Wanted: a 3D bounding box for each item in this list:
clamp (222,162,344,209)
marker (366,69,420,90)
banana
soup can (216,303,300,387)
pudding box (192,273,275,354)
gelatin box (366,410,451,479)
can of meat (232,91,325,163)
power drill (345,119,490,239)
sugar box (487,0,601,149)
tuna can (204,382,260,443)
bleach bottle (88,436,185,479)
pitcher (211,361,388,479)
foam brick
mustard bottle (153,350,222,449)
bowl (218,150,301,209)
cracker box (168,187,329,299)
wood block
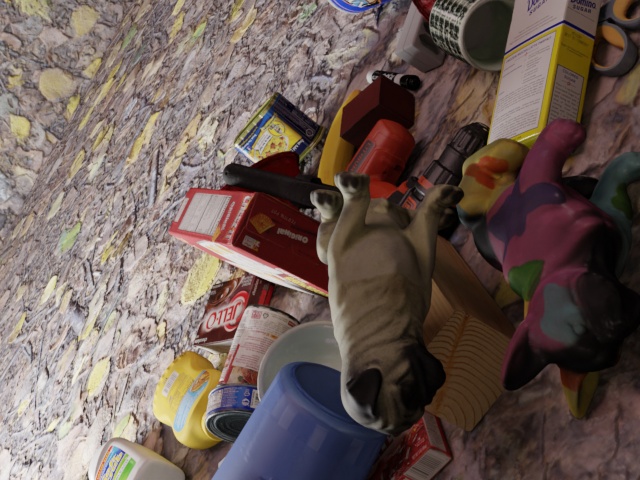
[{"bbox_3d":[-0.012,-0.053,1.157,0.172,0.120,0.039,20,105,42],"label":"clamp"},{"bbox_3d":[0.090,-0.197,1.309,0.020,0.020,0.121,-61,25,0],"label":"marker"},{"bbox_3d":[0.027,-0.100,1.306,0.070,0.037,0.197,-38,32,40],"label":"banana"},{"bbox_3d":[-0.069,0.131,1.210,0.069,0.068,0.102,-16,50,57],"label":"soup can"},{"bbox_3d":[-0.110,0.095,1.358,0.114,0.039,0.090,-19,48,55],"label":"pudding box"},{"bbox_3d":[0.069,0.188,0.935,0.089,0.030,0.073,-50,27,22],"label":"gelatin box"},{"bbox_3d":[-0.058,-0.138,1.436,0.102,0.084,0.057,-44,14,32],"label":"can of meat"},{"bbox_3d":[0.093,-0.064,1.118,0.184,0.057,0.188,-56,25,11],"label":"power drill"},{"bbox_3d":[0.209,-0.158,0.994,0.093,0.048,0.176,-21,49,62],"label":"sugar box"},{"bbox_3d":[-0.081,0.189,1.152,0.086,0.086,0.033,-35,37,44],"label":"tuna can"},{"bbox_3d":[-0.254,0.312,1.380,0.251,0.068,0.102,-4,60,64],"label":"bleach bottle"},{"bbox_3d":[-0.041,0.234,0.929,0.243,0.144,0.149,-62,33,16],"label":"pitcher"},{"bbox_3d":[0.067,-0.148,1.262,0.078,0.053,0.051,-36,35,42],"label":"foam brick"},{"bbox_3d":[-0.144,0.200,1.291,0.096,0.058,0.192,-60,25,-5],"label":"mustard bottle"},{"bbox_3d":[-0.078,-0.043,1.367,0.162,0.055,0.162,-34,-13,-9],"label":"bowl"},{"bbox_3d":[-0.058,0.001,1.211,0.214,0.164,0.072,8,74,64],"label":"cracker box"},{"bbox_3d":[0.093,0.062,0.952,0.091,0.090,0.206,-53,26,14],"label":"wood block"}]
